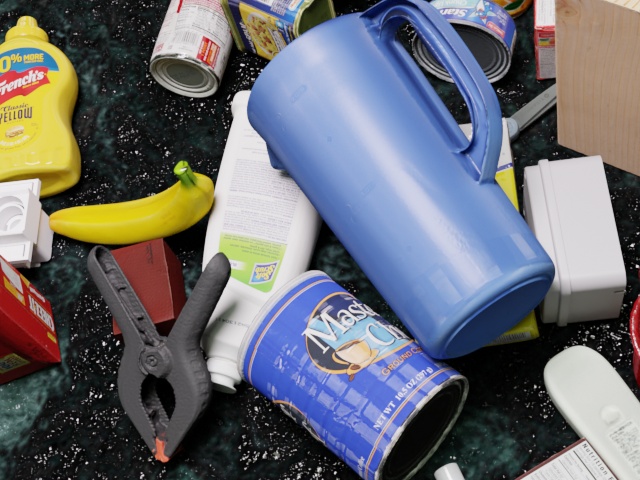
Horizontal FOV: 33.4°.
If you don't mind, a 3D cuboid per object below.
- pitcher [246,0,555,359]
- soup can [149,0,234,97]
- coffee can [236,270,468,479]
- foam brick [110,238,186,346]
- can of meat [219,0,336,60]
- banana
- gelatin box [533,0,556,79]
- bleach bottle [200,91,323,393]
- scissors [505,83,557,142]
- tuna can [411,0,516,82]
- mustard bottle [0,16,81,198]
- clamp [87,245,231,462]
[{"bbox_3d":[0.065,-0.045,0.770,0.145,0.149,0.243,-30,67,-9],"label":"pitcher"},{"bbox_3d":[-0.113,-0.193,0.990,0.068,0.068,0.102,7,66,16],"label":"soup can"},{"bbox_3d":[0.023,0.102,0.787,0.140,0.103,0.102,36,76,26],"label":"coffee can"},{"bbox_3d":[-0.142,0.047,0.884,0.053,0.051,0.078,-14,61,5],"label":"foam brick"},{"bbox_3d":[-0.034,-0.198,0.955,0.084,0.102,0.057,28,72,22],"label":"can of meat"},{"bbox_3d":[-0.150,-0.027,0.901,0.198,0.069,0.037,-18,43,42],"label":"banana"},{"bbox_3d":[0.197,-0.195,0.913,0.030,0.073,0.089,0,63,13],"label":"gelatin box"},{"bbox_3d":[-0.056,0.001,0.881,0.103,0.068,0.250,9,68,17],"label":"bleach bottle"},{"bbox_3d":[0.158,-0.074,0.894,0.202,0.016,0.096,-24,62,2],"label":"scissors"},{"bbox_3d":[0.124,-0.172,0.913,0.086,0.086,0.033,9,64,18],"label":"tuna can"},{"bbox_3d":[-0.276,-0.132,1.004,0.096,0.058,0.191,-11,61,6],"label":"mustard bottle"},{"bbox_3d":[-0.130,0.082,0.821,0.120,0.039,0.171,13,103,27],"label":"clamp"}]
